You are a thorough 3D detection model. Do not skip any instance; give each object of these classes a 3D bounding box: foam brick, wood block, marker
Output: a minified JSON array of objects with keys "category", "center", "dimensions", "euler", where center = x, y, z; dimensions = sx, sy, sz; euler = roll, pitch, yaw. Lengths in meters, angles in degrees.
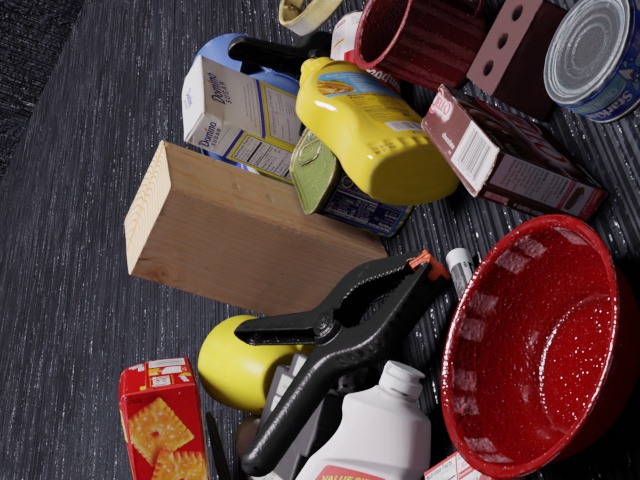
[{"category":"foam brick","center":[0.151,-0.136,0.772],"dimensions":[0.078,0.051,0.053],"euler":[-63,24,18]},{"category":"wood block","center":[-0.056,0.001,0.931],"dimensions":[0.091,0.205,0.090],"euler":[-61,25,24]},{"category":"marker","center":[0.111,0.052,0.762],"dimensions":[0.020,0.020,0.121],"euler":[-55,29,33]}]

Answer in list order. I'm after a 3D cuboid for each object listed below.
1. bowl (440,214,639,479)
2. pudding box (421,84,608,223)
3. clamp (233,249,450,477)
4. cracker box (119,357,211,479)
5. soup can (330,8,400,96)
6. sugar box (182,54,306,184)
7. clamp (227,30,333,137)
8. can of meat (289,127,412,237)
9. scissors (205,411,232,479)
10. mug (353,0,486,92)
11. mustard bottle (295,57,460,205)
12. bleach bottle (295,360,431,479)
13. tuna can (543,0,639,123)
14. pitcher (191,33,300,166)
[{"category":"bowl","center":[0.140,0.068,0.641],"dimensions":[0.162,0.055,0.162],"euler":[-46,34,44]},{"category":"pudding box","center":[0.127,-0.057,0.719],"dimensions":[0.039,0.090,0.113],"euler":[-62,26,24]},{"category":"clamp","center":[0.010,0.083,0.828],"dimensions":[0.210,0.036,0.164],"euler":[-33,36,25]},{"category":"cracker box","center":[-0.136,0.224,0.968],"dimensions":[0.164,0.072,0.214],"euler":[-167,70,-80]},{"category":"soup can","center":[0.043,-0.158,1.005],"dimensions":[0.069,0.068,0.102],"euler":[-41,37,49]},{"category":"sugar box","center":[-0.046,-0.105,1.023],"dimensions":[0.048,0.176,0.093],"euler":[-54,29,35]},{"category":"clamp","center":[-0.014,-0.173,1.049],"dimensions":[0.039,0.120,0.171],"euler":[-40,3,37]},{"category":"can of meat","center":[0.027,-0.053,0.940],"dimensions":[0.057,0.083,0.102],"euler":[-60,26,24]},{"category":"scissors","center":[-0.061,0.248,0.912],"dimensions":[0.096,0.016,0.202],"euler":[-9,86,51]},{"category":"mug","center":[0.092,-0.182,0.898],"dimensions":[0.117,0.081,0.093],"euler":[-50,31,40]},{"category":"mustard bottle","center":[0.033,-0.102,0.891],"dimensions":[0.192,0.096,0.058],"euler":[51,135,44]},{"category":"bleach bottle","center":[0.009,0.205,0.783],"dimensions":[0.103,0.068,0.251],"euler":[24,94,25]},{"category":"tuna can","center":[0.188,-0.124,0.707],"dimensions":[0.086,0.033,0.086],"euler":[-46,34,44]},{"category":"pitcher","center":[-0.082,-0.146,1.215],"dimensions":[0.149,0.144,0.243],"euler":[-52,24,12]}]
